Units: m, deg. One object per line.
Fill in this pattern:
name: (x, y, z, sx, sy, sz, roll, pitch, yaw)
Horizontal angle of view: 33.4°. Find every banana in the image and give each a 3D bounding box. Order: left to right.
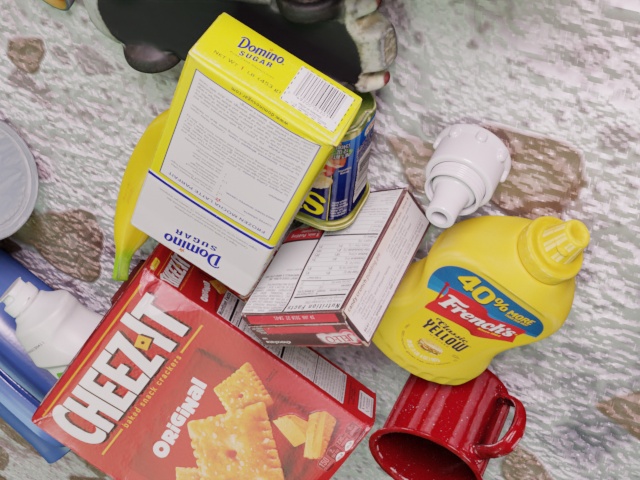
banana: (-0.113, -0.047, 0.763, 0.037, 0.069, 0.198, 1, 147, -27)

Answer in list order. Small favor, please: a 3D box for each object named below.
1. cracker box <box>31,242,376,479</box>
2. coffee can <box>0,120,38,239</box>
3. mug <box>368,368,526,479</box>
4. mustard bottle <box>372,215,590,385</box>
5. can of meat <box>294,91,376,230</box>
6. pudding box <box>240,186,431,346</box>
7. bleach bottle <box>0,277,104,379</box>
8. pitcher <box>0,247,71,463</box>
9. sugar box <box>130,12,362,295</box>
cracker box: (-0.088, 0.132, 0.830, 0.213, 0.072, 0.164, 36, 106, -8)
coffee can: (-0.316, -0.043, 0.886, 0.141, 0.102, 0.102, -8, 129, 43)
mug: (0.103, 0.139, 0.808, 0.117, 0.081, 0.093, -12, 126, 45)
mustard bottle: (0.108, 0.033, 0.695, 0.096, 0.058, 0.192, 36, 145, -8)
can of meat: (-0.016, -0.065, 0.673, 0.102, 0.057, 0.084, 22, 142, 14)
pudding box: (0.011, 0.018, 0.702, 0.090, 0.113, 0.039, -4, 136, 41)
bleach bottle: (-0.162, 0.118, 0.906, 0.250, 0.068, 0.103, 42, 135, -15)
pitcher: (-0.299, 0.091, 1.010, 0.242, 0.144, 0.149, 43, 144, -11)
sugar box: (-0.050, -0.044, 0.636, 0.093, 0.048, 0.176, 33, 146, -1)
